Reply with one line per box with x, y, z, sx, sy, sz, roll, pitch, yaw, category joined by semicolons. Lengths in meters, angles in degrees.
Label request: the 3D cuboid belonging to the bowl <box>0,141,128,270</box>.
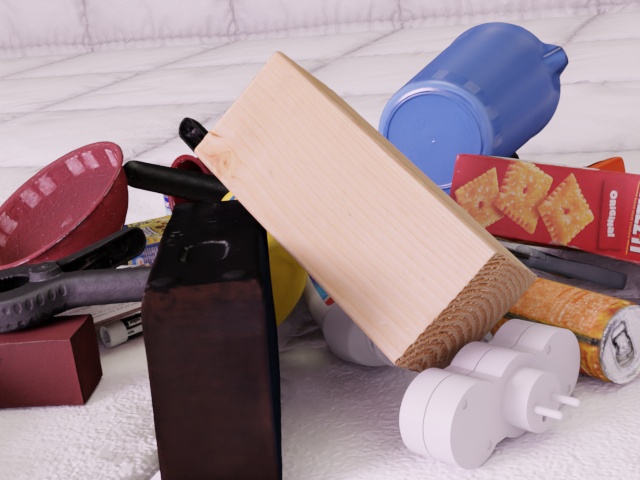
-0.226;-0.015;0.948;0.162;0.055;0.162;-26;32;18;bowl

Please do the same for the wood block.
0.026;-0.017;0.690;0.206;0.091;0.090;45;11;28;wood block

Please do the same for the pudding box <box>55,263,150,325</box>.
-0.197;0.053;0.873;0.113;0.039;0.090;-21;7;-23;pudding box

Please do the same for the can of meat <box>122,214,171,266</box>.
-0.146;0.011;1.005;0.083;0.057;0.102;-13;18;-15;can of meat

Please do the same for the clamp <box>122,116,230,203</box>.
-0.077;-0.053;1.044;0.210;0.036;0.164;25;27;-3;clamp

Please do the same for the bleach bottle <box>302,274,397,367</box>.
0.036;0.031;0.831;0.102;0.068;0.251;-33;20;0;bleach bottle

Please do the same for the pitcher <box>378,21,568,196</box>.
0.135;-0.121;1.033;0.145;0.149;0.242;24;28;15;pitcher

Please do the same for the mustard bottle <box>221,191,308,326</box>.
-0.056;0.001;0.895;0.058;0.096;0.191;26;19;-19;mustard bottle

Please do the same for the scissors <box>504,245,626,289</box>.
0.176;0.017;0.805;0.096;0.016;0.201;14;0;22;scissors

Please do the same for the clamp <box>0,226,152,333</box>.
-0.191;0.036;0.785;0.171;0.039;0.120;-22;18;-22;clamp

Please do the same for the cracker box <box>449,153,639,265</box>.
0.234;-0.018;0.857;0.163;0.072;0.214;6;5;-40;cracker box

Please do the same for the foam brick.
-0.205;0.088;0.779;0.078;0.053;0.051;-4;17;9;foam brick

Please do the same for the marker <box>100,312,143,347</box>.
-0.128;0.061;0.894;0.120;0.020;0.020;-20;21;-37;marker
